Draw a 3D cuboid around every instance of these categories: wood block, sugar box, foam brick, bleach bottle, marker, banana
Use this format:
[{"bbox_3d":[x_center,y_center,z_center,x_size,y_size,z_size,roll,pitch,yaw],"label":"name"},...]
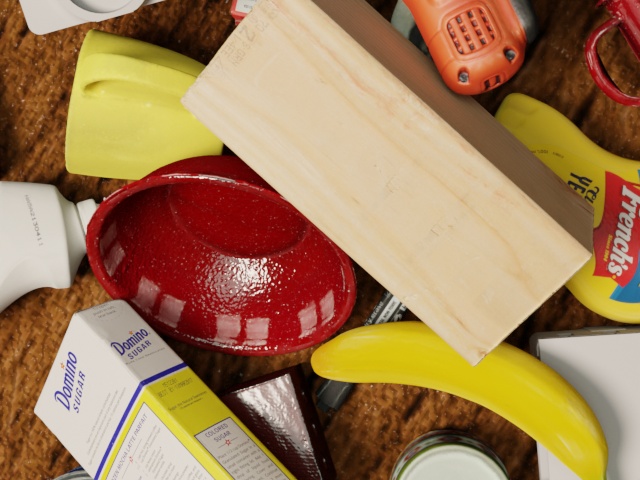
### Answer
[{"bbox_3d":[0.040,-0.044,0.575,0.206,0.090,0.090,42,112,-1],"label":"wood block"},{"bbox_3d":[-0.090,0.125,0.631,0.176,0.048,0.093,45,126,22],"label":"sugar box"},{"bbox_3d":[-0.027,0.122,0.659,0.051,0.053,0.078,-18,88,5],"label":"foam brick"},{"bbox_3d":[-0.248,0.029,0.656,0.250,0.068,0.102,-17,81,-13],"label":"bleach bottle"},{"bbox_3d":[0.035,0.057,0.670,0.020,0.020,0.121,35,93,6],"label":"marker"},{"bbox_3d":[0.083,0.085,0.608,0.198,0.037,0.070,25,99,27],"label":"banana"}]

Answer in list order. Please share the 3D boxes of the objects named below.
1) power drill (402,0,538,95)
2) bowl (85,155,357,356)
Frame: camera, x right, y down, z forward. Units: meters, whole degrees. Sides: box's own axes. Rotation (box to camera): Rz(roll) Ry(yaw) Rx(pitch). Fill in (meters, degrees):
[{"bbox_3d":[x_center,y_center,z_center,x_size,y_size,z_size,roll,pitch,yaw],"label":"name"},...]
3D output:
[{"bbox_3d":[0.116,-0.191,0.566,0.188,0.057,0.184,-25,80,10],"label":"power drill"},{"bbox_3d":[-0.054,0.001,0.637,0.162,0.162,0.055,8,49,6],"label":"bowl"}]
